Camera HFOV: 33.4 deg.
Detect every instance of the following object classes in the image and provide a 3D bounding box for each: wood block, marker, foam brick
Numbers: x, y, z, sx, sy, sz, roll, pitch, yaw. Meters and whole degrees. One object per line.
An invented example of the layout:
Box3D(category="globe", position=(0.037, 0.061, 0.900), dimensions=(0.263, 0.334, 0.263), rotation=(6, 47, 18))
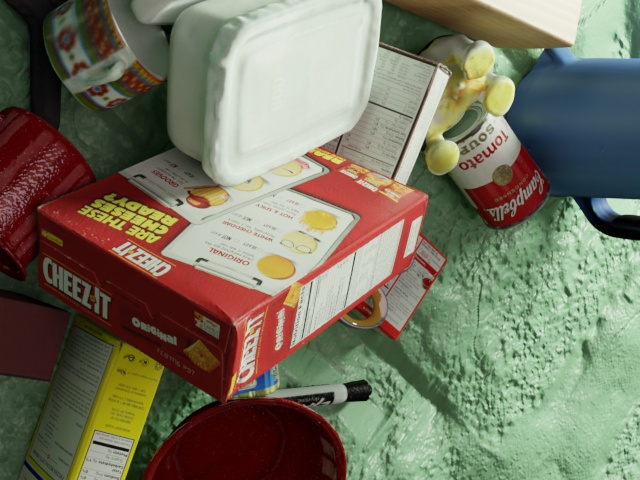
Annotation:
Box3D(category="wood block", position=(0.117, -0.224, 0.856), dimensions=(0.205, 0.090, 0.091), rotation=(11, 90, -42))
Box3D(category="marker", position=(-0.008, 0.130, 0.887), dimensions=(0.120, 0.020, 0.020), rotation=(-1, 97, -32))
Box3D(category="foam brick", position=(-0.216, 0.060, 0.712), dimensions=(0.078, 0.053, 0.051), rotation=(24, 83, -59))

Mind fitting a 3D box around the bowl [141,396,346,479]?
Box3D(category="bowl", position=(-0.064, 0.176, 0.821), dimensions=(0.162, 0.055, 0.162), rotation=(-7, 116, -15))

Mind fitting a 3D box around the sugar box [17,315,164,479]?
Box3D(category="sugar box", position=(-0.168, 0.148, 0.747), dimensions=(0.048, 0.093, 0.176), rotation=(19, 87, -32))

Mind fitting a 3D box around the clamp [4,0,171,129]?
Box3D(category="clamp", position=(-0.169, -0.172, 0.736), dimensions=(0.120, 0.039, 0.171), rotation=(-31, 119, -32))

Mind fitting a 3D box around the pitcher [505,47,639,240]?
Box3D(category="pitcher", position=(0.281, -0.083, 0.906), dimensions=(0.149, 0.243, 0.145), rotation=(25, 86, -26))

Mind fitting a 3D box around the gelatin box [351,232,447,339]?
Box3D(category="gelatin box", position=(0.057, 0.027, 0.909), dimensions=(0.073, 0.030, 0.089), rotation=(41, 76, -28))

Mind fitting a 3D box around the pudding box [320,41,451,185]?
Box3D(category="pudding box", position=(0.035, -0.093, 0.809), dimensions=(0.113, 0.090, 0.039), rotation=(-68, 161, 7))

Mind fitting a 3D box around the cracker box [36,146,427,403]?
Box3D(category="cracker box", position=(-0.055, 0.001, 0.716), dimensions=(0.213, 0.164, 0.072), rotation=(-33, 141, -46))

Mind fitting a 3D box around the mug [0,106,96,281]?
Box3D(category="mug", position=(-0.209, -0.042, 0.698), dimensions=(0.081, 0.093, 0.117), rotation=(-51, 124, -21))

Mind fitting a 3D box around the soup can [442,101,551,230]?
Box3D(category="soup can", position=(0.146, -0.068, 0.928), dimensions=(0.068, 0.069, 0.102), rotation=(-49, 118, -17))
